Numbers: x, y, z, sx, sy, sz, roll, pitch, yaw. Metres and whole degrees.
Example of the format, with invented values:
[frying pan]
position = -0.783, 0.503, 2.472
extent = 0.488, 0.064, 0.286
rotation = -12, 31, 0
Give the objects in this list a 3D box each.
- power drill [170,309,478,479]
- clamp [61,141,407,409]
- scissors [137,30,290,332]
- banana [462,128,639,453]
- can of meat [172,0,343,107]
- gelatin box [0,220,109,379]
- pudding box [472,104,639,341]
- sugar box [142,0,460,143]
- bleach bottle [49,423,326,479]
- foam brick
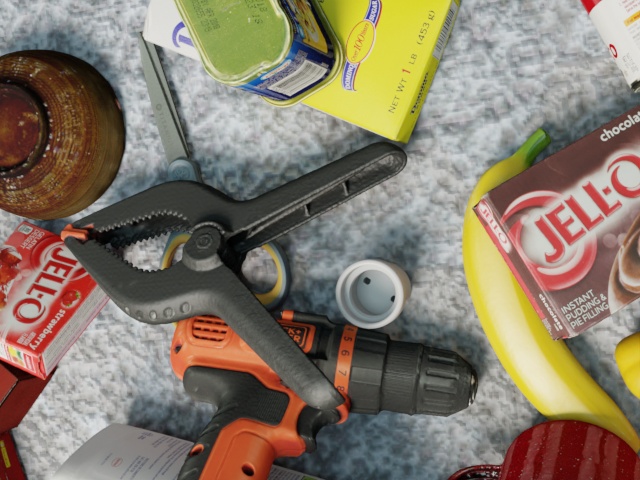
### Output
[power drill]
position = -0.011, 0.121, 0.590
extent = 0.184, 0.187, 0.057
rotation = 6, 132, 9
[clamp]
position = -0.054, 0.001, 0.630
extent = 0.210, 0.036, 0.164
rotation = 12, 64, 25
[scissors]
position = -0.068, -0.035, 0.676
extent = 0.096, 0.016, 0.202
rotation = -1, 91, 13
[banana]
position = 0.124, 0.037, 0.616
extent = 0.070, 0.037, 0.198
rotation = -16, 87, 15
[can of meat]
position = -0.039, -0.128, 0.584
extent = 0.057, 0.083, 0.102
rotation = -28, 83, 16
[gelatin box]
position = -0.181, 0.035, 0.674
extent = 0.073, 0.089, 0.030
rotation = 22, 141, 15
[pudding box]
position = 0.154, -0.010, 0.588
extent = 0.113, 0.039, 0.090
rotation = -30, 84, -11
[sugar box]
position = -0.014, -0.133, 0.644
extent = 0.176, 0.048, 0.093
rotation = 23, 97, 12
[bleach bottle]
position = -0.028, 0.173, 0.625
extent = 0.251, 0.102, 0.068
rotation = 10, 109, 15
[foam brick]
position = -0.226, 0.083, 0.701
extent = 0.078, 0.053, 0.051
rotation = 39, 100, 11
